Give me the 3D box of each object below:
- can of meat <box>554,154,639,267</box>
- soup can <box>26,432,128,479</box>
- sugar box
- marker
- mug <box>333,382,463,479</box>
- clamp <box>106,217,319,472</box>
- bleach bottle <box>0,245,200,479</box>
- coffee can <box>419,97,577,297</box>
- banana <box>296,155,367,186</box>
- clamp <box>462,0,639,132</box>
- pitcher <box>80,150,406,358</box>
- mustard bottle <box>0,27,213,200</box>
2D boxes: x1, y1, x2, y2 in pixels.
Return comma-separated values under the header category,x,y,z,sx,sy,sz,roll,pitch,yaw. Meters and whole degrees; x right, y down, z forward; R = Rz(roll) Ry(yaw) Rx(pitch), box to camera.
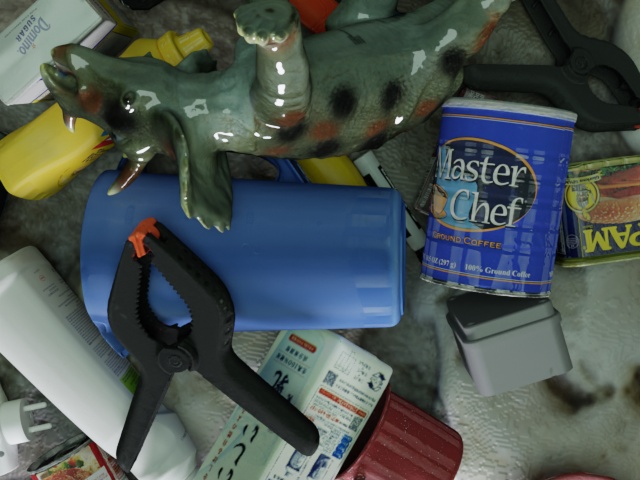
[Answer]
category,x,y,z,sx,sy,sz,roll,pitch,yaw
can of meat,0.242,-0.026,0.887,0.102,0.057,0.084,-8,93,0
soup can,-0.193,0.220,0.904,0.068,0.068,0.102,-28,96,2
sugar box,-0.196,-0.148,0.810,0.093,0.176,0.048,-41,95,4
marker,0.068,-0.022,0.904,0.020,0.020,0.121,-34,95,3
mug,0.062,0.185,0.883,0.081,0.117,0.093,31,136,-9
clamp,-0.090,0.083,0.782,0.165,0.036,0.210,-2,115,12
bleach bottle,-0.184,0.120,0.875,0.068,0.102,0.251,-40,95,7
coffee can,0.136,-0.034,0.821,0.103,0.103,0.140,7,95,-1
banana,-0.001,-0.047,0.892,0.069,0.037,0.198,-29,95,1
clamp,0.196,-0.135,0.873,0.171,0.039,0.120,38,78,-2
pitcher,-0.055,0.001,0.838,0.243,0.145,0.149,1,118,7
mustard bottle,-0.164,-0.105,0.838,0.192,0.096,0.058,-33,91,15
